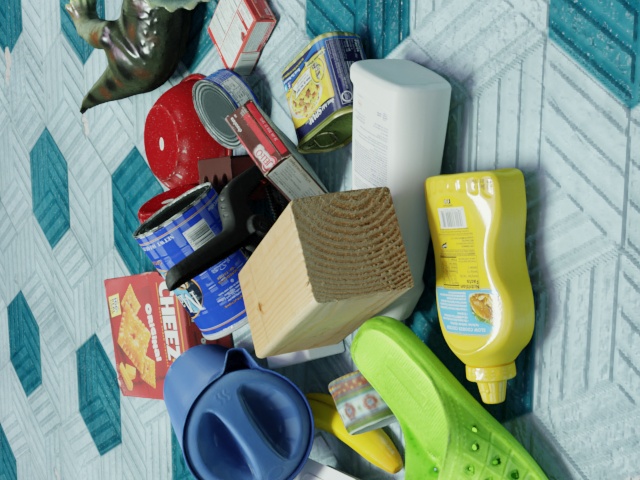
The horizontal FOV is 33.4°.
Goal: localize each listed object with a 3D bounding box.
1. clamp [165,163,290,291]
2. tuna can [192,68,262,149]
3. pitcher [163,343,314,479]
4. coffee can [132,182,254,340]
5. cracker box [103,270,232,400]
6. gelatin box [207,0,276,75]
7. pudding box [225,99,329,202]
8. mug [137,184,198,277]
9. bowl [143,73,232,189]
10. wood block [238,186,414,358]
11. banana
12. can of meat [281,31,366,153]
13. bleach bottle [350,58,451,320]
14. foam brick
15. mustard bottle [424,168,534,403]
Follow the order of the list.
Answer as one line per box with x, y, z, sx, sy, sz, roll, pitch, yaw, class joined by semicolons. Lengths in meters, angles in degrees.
-0.057;0.001;1.103;0.036;0.164;0.210;-51;17;46;clamp
-0.102;-0.146;1.180;0.086;0.033;0.086;37;148;28;tuna can
-0.100;0.192;1.150;0.149;0.145;0.243;-54;15;-6;pitcher
-0.123;0.023;1.164;0.103;0.102;0.140;-12;116;56;coffee can
-0.196;0.119;1.366;0.214;0.071;0.164;-8;90;55;cracker box
-0.087;-0.237;1.171;0.073;0.030;0.089;64;143;27;gelatin box
-0.040;-0.079;1.069;0.039;0.113;0.090;-38;55;6;pudding box
-0.166;-0.016;1.261;0.081;0.093;0.117;69;170;-21;mug
-0.170;-0.120;1.294;0.162;0.055;0.162;17;111;53;bowl
-0.002;0.034;0.948;0.206;0.090;0.091;132;126;-66;wood block
0.016;0.193;1.107;0.198;0.037;0.069;-1;117;57;banana
0.009;-0.142;1.027;0.102;0.057;0.084;-33;68;53;can of meat
0.062;-0.030;0.967;0.103;0.068;0.251;-135;43;-57;bleach bottle
-0.097;-0.069;1.200;0.078;0.051;0.053;-2;95;56;foam brick
0.134;0.039;0.879;0.096;0.058;0.191;-1;95;57;mustard bottle
